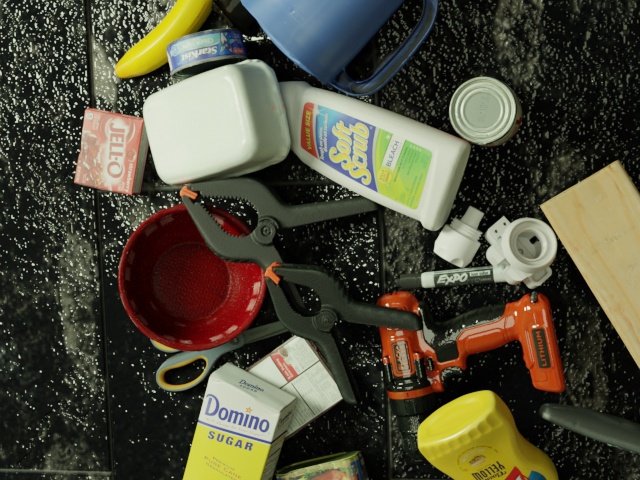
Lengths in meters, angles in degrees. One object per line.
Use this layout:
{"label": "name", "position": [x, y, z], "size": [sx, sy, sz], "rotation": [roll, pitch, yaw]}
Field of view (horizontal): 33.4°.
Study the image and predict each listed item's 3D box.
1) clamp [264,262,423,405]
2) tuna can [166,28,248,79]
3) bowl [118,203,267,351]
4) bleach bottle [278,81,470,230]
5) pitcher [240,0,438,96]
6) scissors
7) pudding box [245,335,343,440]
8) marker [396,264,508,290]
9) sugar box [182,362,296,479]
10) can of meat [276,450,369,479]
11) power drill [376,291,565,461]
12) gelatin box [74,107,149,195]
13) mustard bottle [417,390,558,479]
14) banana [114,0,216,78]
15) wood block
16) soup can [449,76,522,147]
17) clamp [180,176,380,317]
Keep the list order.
{"label": "clamp", "position": [0.008, 0.091, 1.118], "size": [0.171, 0.039, 0.120], "rotation": [31, 98, 7]}
{"label": "tuna can", "position": [-0.123, -0.202, 1.160], "size": [0.086, 0.086, 0.034], "rotation": [-13, 89, 14]}
{"label": "bowl", "position": [-0.141, 0.042, 1.179], "size": [0.162, 0.055, 0.162], "rotation": [1, 83, -9]}
{"label": "bleach bottle", "position": [0.027, -0.101, 1.144], "size": [0.251, 0.068, 0.103], "rotation": [21, 108, 15]}
{"label": "pitcher", "position": [0.050, -0.277, 1.097], "size": [0.243, 0.149, 0.145], "rotation": [-44, 42, 9]}
{"label": "scissors", "position": [-0.112, 0.100, 1.213], "size": [0.202, 0.016, 0.096], "rotation": [-33, 86, 13]}
{"label": "pudding box", "position": [-0.033, 0.163, 1.187], "size": [0.114, 0.039, 0.090], "rotation": [-36, 88, 16]}
{"label": "marker", "position": [0.141, 0.040, 1.147], "size": [0.121, 0.020, 0.020], "rotation": [-6, 92, 13]}
{"label": "sugar box", "position": [-0.094, 0.232, 1.175], "size": [0.093, 0.048, 0.176], "rotation": [24, 117, 20]}
{"label": "can of meat", "position": [0.008, 0.284, 1.177], "size": [0.102, 0.057, 0.084], "rotation": [-16, 87, 13]}
{"label": "power drill", "position": [0.159, 0.135, 1.130], "size": [0.188, 0.057, 0.184], "rotation": [-10, 95, 13]}
{"label": "gelatin box", "position": [-0.237, -0.102, 1.222], "size": [0.073, 0.030, 0.089], "rotation": [12, 97, 12]}
{"label": "mustard bottle", "position": [0.190, 0.244, 1.106], "size": [0.096, 0.058, 0.191], "rotation": [-32, 114, 20]}
{"label": "banana", "position": [-0.158, -0.255, 1.193], "size": [0.070, 0.037, 0.198], "rotation": [38, 100, 35]}
{"label": "wood block", "position": [0.313, 0.030, 1.069], "size": [0.090, 0.090, 0.206], "rotation": [-31, 86, 12]}
{"label": "soup can", "position": [0.169, -0.130, 1.086], "size": [0.068, 0.102, 0.068], "rotation": [1, 94, 13]}
{"label": "clamp", "position": [-0.058, 0.001, 1.151], "size": [0.210, 0.036, 0.164], "rotation": [19, 86, -4]}
